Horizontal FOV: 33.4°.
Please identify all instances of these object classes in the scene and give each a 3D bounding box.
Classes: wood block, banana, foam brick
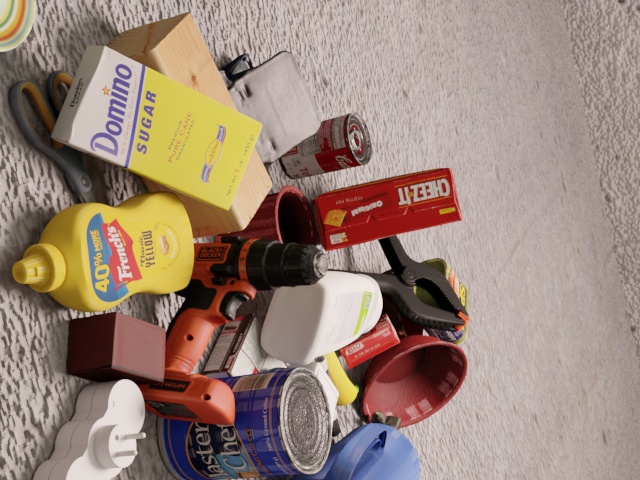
[{"bbox_3d":[-0.139,-0.112,1.082,0.206,0.090,0.090,65,31,-27],"label":"wood block"},{"bbox_3d":[0.003,0.144,1.335,0.069,0.037,0.197,-101,168,-58],"label":"banana"},{"bbox_3d":[-0.183,0.099,0.963,0.078,0.053,0.051,31,54,-57],"label":"foam brick"}]

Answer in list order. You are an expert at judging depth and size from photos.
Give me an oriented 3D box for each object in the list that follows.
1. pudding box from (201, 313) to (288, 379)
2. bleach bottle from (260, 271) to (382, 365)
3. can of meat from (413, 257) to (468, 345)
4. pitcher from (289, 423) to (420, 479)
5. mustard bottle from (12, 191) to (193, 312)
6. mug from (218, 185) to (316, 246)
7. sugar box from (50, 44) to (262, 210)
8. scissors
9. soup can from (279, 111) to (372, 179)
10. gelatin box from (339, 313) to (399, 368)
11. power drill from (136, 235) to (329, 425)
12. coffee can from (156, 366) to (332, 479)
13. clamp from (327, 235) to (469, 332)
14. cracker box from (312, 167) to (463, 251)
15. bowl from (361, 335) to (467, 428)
[{"bbox_3d":[-0.077,0.150,1.169,0.113,0.039,0.090,63,32,-34],"label":"pudding box"},{"bbox_3d":[0.017,0.088,1.255,0.250,0.068,0.102,8,101,-69],"label":"bleach bottle"},{"bbox_3d":[0.169,0.087,1.514,0.084,0.058,0.102,50,38,-47],"label":"can of meat"},{"bbox_3d":[0.036,0.291,1.233,0.145,0.149,0.242,65,24,-1],"label":"pitcher"},{"bbox_3d":[-0.194,0.013,0.950,0.191,0.058,0.096,-15,102,-55],"label":"mustard bottle"},{"bbox_3d":[-0.058,0.001,1.209,0.093,0.082,0.117,-41,117,-60],"label":"mug"},{"bbox_3d":[-0.147,-0.101,0.978,0.176,0.048,0.093,23,87,-37],"label":"sugar box"},{"bbox_3d":[-0.219,-0.072,0.992,0.201,0.016,0.096,61,34,-32],"label":"scissors"},{"bbox_3d":[0.005,-0.119,1.353,0.068,0.102,0.068,32,53,-56],"label":"soup can"},{"bbox_3d":[0.060,0.127,1.368,0.030,0.073,0.089,63,2,-4],"label":"gelatin box"},{"bbox_3d":[-0.092,0.081,1.024,0.057,0.185,0.187,51,48,-43],"label":"power drill"},{"bbox_3d":[-0.074,0.182,1.048,0.102,0.140,0.103,32,53,-56],"label":"coffee can"},{"bbox_3d":[0.103,0.058,1.425,0.210,0.036,0.164,41,50,4],"label":"clamp"},{"bbox_3d":[0.074,-0.040,1.308,0.213,0.164,0.072,-116,-167,-88],"label":"cracker box"},{"bbox_3d":[0.118,0.182,1.455,0.162,0.162,0.055,48,6,-46],"label":"bowl"}]
